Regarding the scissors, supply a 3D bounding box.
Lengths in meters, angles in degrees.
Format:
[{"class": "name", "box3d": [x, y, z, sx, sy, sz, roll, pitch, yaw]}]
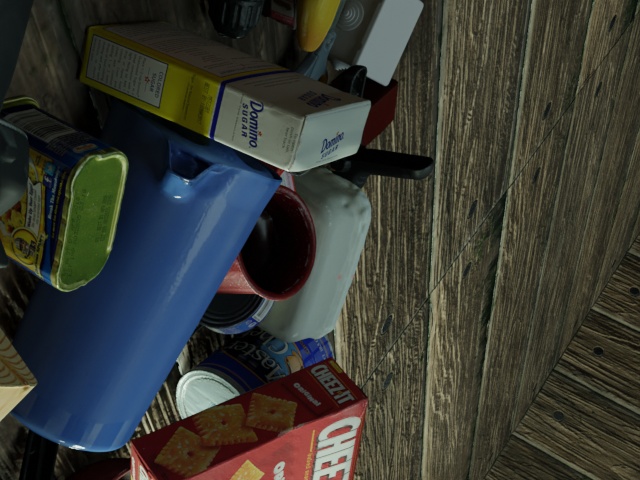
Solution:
[{"class": "scissors", "box3d": [-0.010, -0.161, 0.929, 0.096, 0.016, 0.202, -42, 163, -34]}]

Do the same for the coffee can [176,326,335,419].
[{"class": "coffee can", "box3d": [-0.065, 0.143, 1.094, 0.140, 0.103, 0.103, -37, 146, -47]}]

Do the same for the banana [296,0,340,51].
[{"class": "banana", "box3d": [0.029, -0.243, 0.834, 0.197, 0.037, 0.069, -59, 145, -10]}]

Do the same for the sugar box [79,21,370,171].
[{"class": "sugar box", "box3d": [-0.065, -0.100, 0.721, 0.093, 0.176, 0.048, -23, 135, -57]}]

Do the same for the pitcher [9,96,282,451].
[{"class": "pitcher", "box3d": [-0.139, 0.024, 0.788, 0.149, 0.145, 0.243, 17, 104, -54]}]

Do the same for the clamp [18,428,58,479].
[{"class": "clamp", "box3d": [-0.240, 0.245, 0.858, 0.164, 0.036, 0.210, -101, -149, -43]}]

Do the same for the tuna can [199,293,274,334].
[{"class": "tuna can", "box3d": [-0.083, 0.041, 0.962, 0.086, 0.086, 0.033, -60, 159, -7]}]

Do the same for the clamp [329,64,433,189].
[{"class": "clamp", "box3d": [0.033, -0.080, 1.018, 0.039, 0.120, 0.172, -33, 174, -34]}]

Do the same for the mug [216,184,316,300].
[{"class": "mug", "box3d": [-0.056, 0.001, 0.881, 0.117, 0.082, 0.093, -11, 96, -48]}]

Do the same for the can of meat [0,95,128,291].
[{"class": "can of meat", "box3d": [-0.176, -0.029, 0.682, 0.057, 0.084, 0.102, -26, 138, -55]}]

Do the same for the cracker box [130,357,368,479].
[{"class": "cracker box", "box3d": [-0.066, 0.219, 0.983, 0.213, 0.072, 0.164, -18, 135, -30]}]
